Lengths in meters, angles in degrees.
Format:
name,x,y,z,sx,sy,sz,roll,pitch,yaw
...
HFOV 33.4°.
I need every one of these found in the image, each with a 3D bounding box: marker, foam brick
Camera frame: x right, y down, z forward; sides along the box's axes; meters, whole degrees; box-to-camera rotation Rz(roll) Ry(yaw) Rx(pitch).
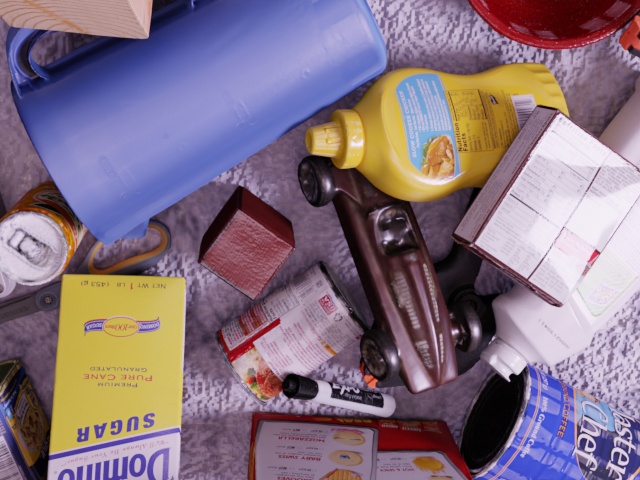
name,x,y,z,sx,sy,sz,roll,pitch,yaw
marker,0.014,0.120,0.827,0.120,0.020,0.020,20,104,-45
foam brick,-0.055,0.001,0.798,0.051,0.078,0.053,35,101,-12

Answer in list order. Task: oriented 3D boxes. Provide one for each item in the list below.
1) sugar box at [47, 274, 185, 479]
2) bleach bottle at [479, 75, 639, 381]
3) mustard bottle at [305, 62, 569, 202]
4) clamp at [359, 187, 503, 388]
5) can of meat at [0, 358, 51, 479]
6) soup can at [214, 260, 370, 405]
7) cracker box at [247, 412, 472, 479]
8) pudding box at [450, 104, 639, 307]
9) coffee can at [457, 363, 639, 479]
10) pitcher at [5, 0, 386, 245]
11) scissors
name,x,y,z,sx,sy,sz,roll,pitch,yaw
sugar box,-0.147,0.114,0.776,0.093,0.048,0.176,1,70,-5
bleach bottle,0.205,-0.004,0.798,0.102,0.068,0.251,41,88,-12
mustard bottle,0.082,-0.076,0.759,0.191,0.058,0.096,-5,76,-19
clamp,0.124,0.051,0.842,0.210,0.036,0.164,-45,102,3
can of meat,-0.242,0.146,0.809,0.057,0.102,0.084,-20,102,1
soup can,-0.021,0.070,0.822,0.102,0.068,0.068,-35,104,4
cracker box,0.029,0.200,0.781,0.164,0.214,0.072,4,104,-5
pudding box,0.159,-0.023,0.736,0.090,0.039,0.113,33,90,-17
coffee can,0.194,0.168,0.842,0.140,0.103,0.103,27,101,-10
pitcher,-0.085,-0.117,0.739,0.243,0.149,0.145,-29,81,0
scissors,-0.194,0.057,0.834,0.202,0.016,0.096,-33,104,5
